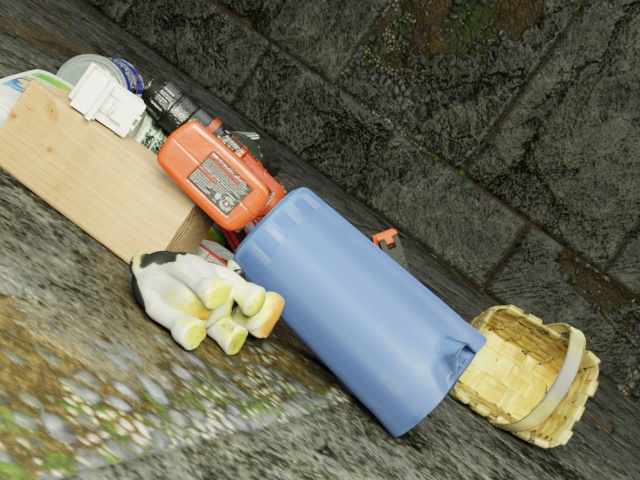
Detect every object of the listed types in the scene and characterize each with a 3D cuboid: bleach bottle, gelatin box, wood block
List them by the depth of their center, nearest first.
[{"bbox_3d":[-0.210,-0.059,1.049,0.206,0.090,0.090,36,7,10],"label":"wood block"},{"bbox_3d":[-0.107,0.030,1.164,0.089,0.030,0.073,34,7,19],"label":"gelatin box"},{"bbox_3d":[-0.321,-0.138,1.179,0.102,0.068,0.251,32,10,-7],"label":"bleach bottle"}]

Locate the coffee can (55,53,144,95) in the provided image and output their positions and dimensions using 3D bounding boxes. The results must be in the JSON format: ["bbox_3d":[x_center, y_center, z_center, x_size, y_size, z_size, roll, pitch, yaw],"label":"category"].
[{"bbox_3d":[-0.312,-0.211,1.516,0.103,0.103,0.140,34,7,-4],"label":"coffee can"}]

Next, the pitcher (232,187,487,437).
[{"bbox_3d":[0.029,0.069,1.052,0.243,0.149,0.145,43,17,2],"label":"pitcher"}]

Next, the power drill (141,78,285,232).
[{"bbox_3d":[-0.108,-0.084,1.031,0.184,0.057,0.187,42,8,-9],"label":"power drill"}]
